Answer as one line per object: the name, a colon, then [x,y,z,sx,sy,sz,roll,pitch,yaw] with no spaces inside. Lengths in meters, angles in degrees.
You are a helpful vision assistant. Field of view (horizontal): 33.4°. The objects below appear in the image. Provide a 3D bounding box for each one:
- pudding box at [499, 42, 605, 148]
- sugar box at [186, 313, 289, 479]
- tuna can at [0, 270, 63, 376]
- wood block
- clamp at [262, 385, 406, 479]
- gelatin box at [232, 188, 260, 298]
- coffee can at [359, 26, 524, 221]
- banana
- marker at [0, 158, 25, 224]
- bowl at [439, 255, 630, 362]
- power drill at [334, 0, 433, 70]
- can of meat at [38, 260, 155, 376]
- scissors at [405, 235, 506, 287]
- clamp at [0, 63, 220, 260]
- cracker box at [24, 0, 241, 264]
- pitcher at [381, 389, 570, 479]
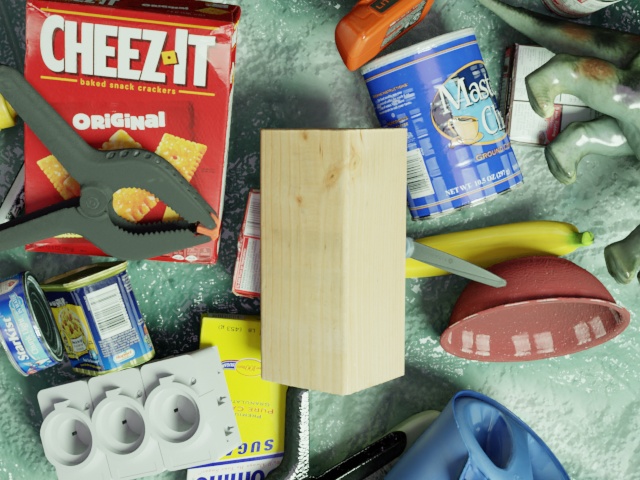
pudding box: [0.218,-0.126,0.950,0.113,0.039,0.090,5,93,-6]
sugar box: [-0.068,0.155,0.947,0.093,0.048,0.176,5,93,-5]
tuna can: [-0.250,0.070,0.909,0.033,0.086,0.086,-21,95,-4]
wood block: [0.010,0.012,0.872,0.090,0.090,0.206,5,98,37]
clamp: [-0.017,0.204,0.919,0.120,0.039,0.171,40,84,-11]
gelatin box: [-0.056,0.001,0.923,0.030,0.073,0.089,10,94,-4]
coffee can: [0.104,-0.099,0.912,0.103,0.103,0.140,-20,95,-2]
banana: [0.140,0.006,0.936,0.198,0.069,0.037,-10,79,18]
marker: [-0.267,-0.037,0.934,0.020,0.020,0.121,29,92,-5]
bowl: [0.180,0.056,0.919,0.162,0.162,0.055,-3,66,-4]
power drill: [-0.010,-0.230,0.874,0.184,0.057,0.188,-39,80,-22]
can of meat: [-0.189,0.066,0.905,0.057,0.102,0.084,-22,99,-30]
scissors: [0.056,0.018,0.913,0.202,0.016,0.096,38,109,27]
clamp: [-0.186,-0.029,0.847,0.210,0.036,0.165,22,113,-10]
cracker box: [-0.157,-0.091,0.880,0.164,0.072,0.214,5,114,-4]
pitcher: [0.094,0.251,0.907,0.149,0.145,0.243,30,113,-25]
